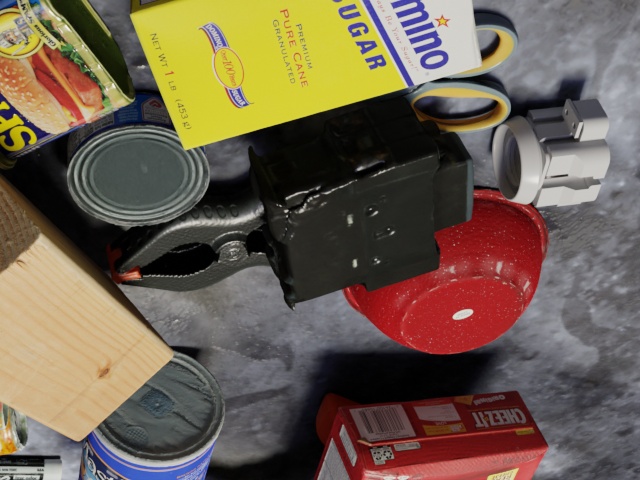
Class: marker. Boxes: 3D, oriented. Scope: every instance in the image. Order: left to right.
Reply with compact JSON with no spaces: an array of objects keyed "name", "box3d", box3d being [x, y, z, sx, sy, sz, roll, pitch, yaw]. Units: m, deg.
[{"name":"marker","box3d":[-0.281,0.194,0.904,0.121,0.020,0.020,5,137,-20]}]

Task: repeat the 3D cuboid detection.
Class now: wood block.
[{"name":"wood block","box3d":[-0.178,0.039,0.637,0.090,0.090,0.206,-42,155,-7]}]

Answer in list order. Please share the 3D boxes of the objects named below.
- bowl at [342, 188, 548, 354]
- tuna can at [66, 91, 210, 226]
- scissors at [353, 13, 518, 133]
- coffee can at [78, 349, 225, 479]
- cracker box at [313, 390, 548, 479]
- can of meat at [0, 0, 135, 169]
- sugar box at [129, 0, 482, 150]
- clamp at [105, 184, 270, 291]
[{"name":"bowl","box3d":[0.098,0.036,0.790,0.162,0.055,0.162,-7,139,-7]},{"name":"tuna can","box3d":[-0.112,-0.049,0.654,0.086,0.034,0.086,-7,139,-6]},{"name":"scissors","box3d":[0.033,-0.106,0.639,0.201,0.016,0.096,8,134,-23]},{"name":"coffee can","box3d":[-0.137,0.166,0.844,0.102,0.103,0.140,2,138,-16]},{"name":"cracker box","box3d":[0.076,0.226,0.899,0.164,0.072,0.214,-2,131,-21]},{"name":"can of meat","box3d":[-0.160,-0.097,0.570,0.084,0.057,0.102,-24,139,9]},{"name":"sugar box","box3d":[-0.006,-0.118,0.585,0.176,0.048,0.093,-14,130,6]},{"name":"clamp","box3d":[-0.055,0.001,0.724,0.171,0.039,0.120,-18,134,3]}]
